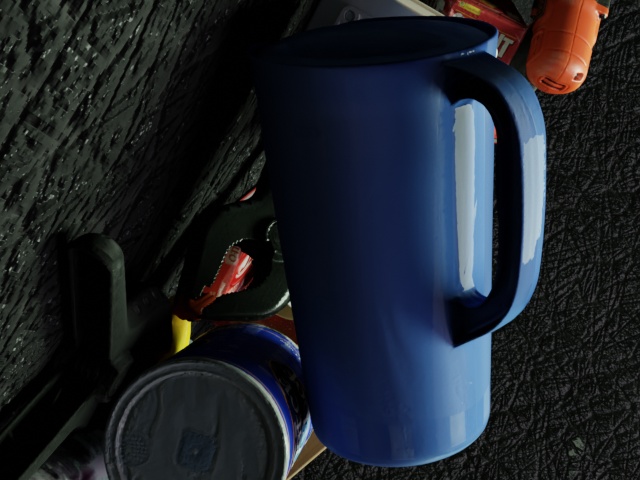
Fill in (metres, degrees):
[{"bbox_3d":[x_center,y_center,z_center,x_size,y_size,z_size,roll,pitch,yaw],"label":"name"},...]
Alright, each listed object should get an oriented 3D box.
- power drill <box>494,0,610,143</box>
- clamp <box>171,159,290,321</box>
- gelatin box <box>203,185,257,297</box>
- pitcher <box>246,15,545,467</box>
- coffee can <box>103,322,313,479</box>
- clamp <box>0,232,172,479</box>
[{"bbox_3d":[0.180,-0.178,0.902,0.188,0.057,0.184,128,-18,-66],"label":"power drill"},{"bbox_3d":[-0.024,0.005,0.715,0.171,0.120,0.039,-50,-172,-28],"label":"clamp"},{"bbox_3d":[-0.055,0.001,0.785,0.073,0.030,0.089,-63,172,32],"label":"gelatin box"},{"bbox_3d":[0.044,0.002,0.594,0.149,0.145,0.243,-85,170,-69],"label":"pitcher"},{"bbox_3d":[-0.059,0.109,0.643,0.103,0.103,0.140,-59,176,7],"label":"coffee can"},{"bbox_3d":[-0.129,0.076,0.572,0.164,0.036,0.210,-59,173,-1],"label":"clamp"}]
